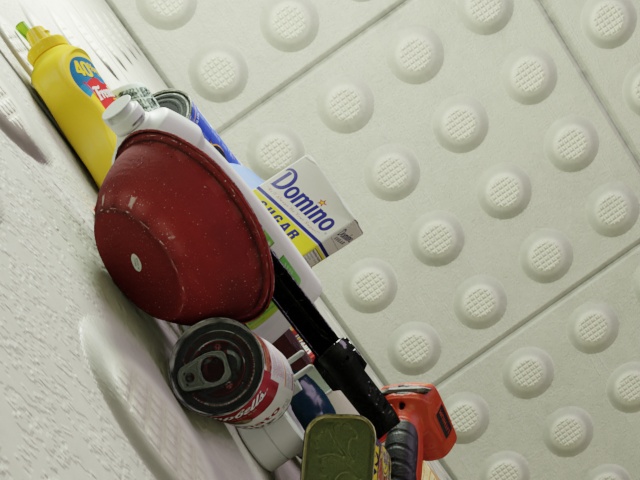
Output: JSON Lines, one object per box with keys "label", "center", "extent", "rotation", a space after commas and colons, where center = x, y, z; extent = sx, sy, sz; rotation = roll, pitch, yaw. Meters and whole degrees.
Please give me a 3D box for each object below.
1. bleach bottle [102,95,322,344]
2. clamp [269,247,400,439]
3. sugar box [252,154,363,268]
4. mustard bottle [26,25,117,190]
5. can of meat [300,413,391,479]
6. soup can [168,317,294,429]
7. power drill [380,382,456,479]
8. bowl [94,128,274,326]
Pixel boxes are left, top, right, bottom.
{"label": "bleach bottle", "center": [-0.104, -0.017, 0.920], "extent": [0.250, 0.102, 0.068], "rotation": [52, -8, -31]}
{"label": "clamp", "center": [0.018, 0.101, 0.850], "extent": [0.210, 0.036, 0.165], "rotation": [55, -4, -34]}
{"label": "sugar box", "center": [-0.057, 0.001, 1.043], "extent": [0.093, 0.176, 0.048], "rotation": [56, 2, 26]}
{"label": "mustard bottle", "center": [-0.216, -0.121, 0.992], "extent": [0.192, 0.058, 0.096], "rotation": [54, 12, 10]}
{"label": "can of meat", "center": [0.022, 0.197, 0.838], "extent": [0.084, 0.057, 0.102], "rotation": [60, 32, -61]}
{"label": "soup can", "center": [-0.061, 0.099, 0.771], "extent": [0.068, 0.068, 0.102], "rotation": [55, 1, 19]}
{"label": "power drill", "center": [0.086, 0.241, 0.981], "extent": [0.187, 0.057, 0.184], "rotation": [-77, 153, -43]}
{"label": "bowl", "center": [-0.110, 0.004, 0.756], "extent": [0.162, 0.055, 0.162], "rotation": [29, -42, 29]}
